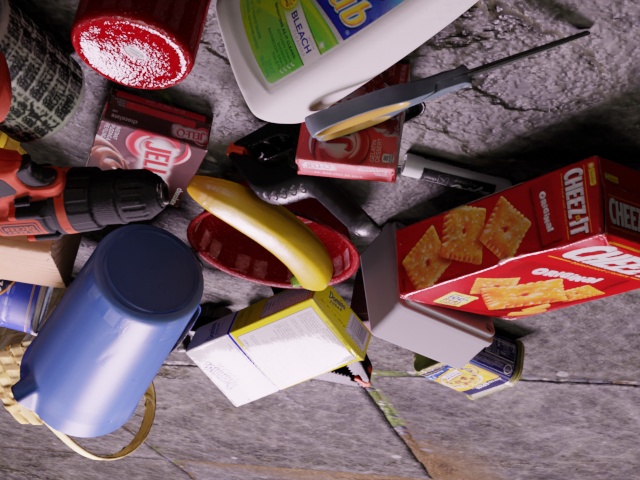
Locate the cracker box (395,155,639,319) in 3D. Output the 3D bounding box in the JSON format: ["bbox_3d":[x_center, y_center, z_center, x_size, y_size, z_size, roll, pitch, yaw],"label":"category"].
[{"bbox_3d":[0.195,0.008,0.895,0.163,0.072,0.214,12,158,-39],"label":"cracker box"}]

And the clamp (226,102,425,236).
[{"bbox_3d":[-0.004,-0.055,0.832,0.172,0.120,0.039,-5,144,36],"label":"clamp"}]

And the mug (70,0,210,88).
[{"bbox_3d":[-0.119,-0.150,0.715,0.093,0.081,0.117,16,153,-11],"label":"mug"}]

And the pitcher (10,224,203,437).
[{"bbox_3d":[-0.197,0.086,1.063,0.145,0.149,0.243,28,138,-12],"label":"pitcher"}]

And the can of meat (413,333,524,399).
[{"bbox_3d":[0.166,0.134,1.210,0.083,0.057,0.102,24,150,-21],"label":"can of meat"}]

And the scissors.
[{"bbox_3d":[0.077,-0.103,0.728,0.201,0.016,0.096,-19,180,-19],"label":"scissors"}]

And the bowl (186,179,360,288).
[{"bbox_3d":[-0.040,-0.014,0.988,0.162,0.055,0.162,8,154,4],"label":"bowl"}]

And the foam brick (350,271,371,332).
[{"bbox_3d":[0.077,0.061,1.101,0.078,0.053,0.051,-7,149,33],"label":"foam brick"}]

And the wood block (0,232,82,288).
[{"bbox_3d":[-0.344,-0.024,1.039,0.206,0.090,0.091,9,155,2],"label":"wood block"}]

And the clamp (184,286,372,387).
[{"bbox_3d":[-0.025,0.092,1.147,0.210,0.036,0.165,28,132,-13],"label":"clamp"}]

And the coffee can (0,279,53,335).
[{"bbox_3d":[-0.360,0.036,1.149,0.140,0.102,0.103,15,153,-10],"label":"coffee can"}]

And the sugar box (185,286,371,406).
[{"bbox_3d":[-0.045,0.107,1.109,0.177,0.048,0.093,-22,118,33],"label":"sugar box"}]

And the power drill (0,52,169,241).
[{"bbox_3d":[-0.222,-0.061,0.779,0.184,0.057,0.187,-5,150,12],"label":"power drill"}]

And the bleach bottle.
[{"bbox_3d":[0.041,-0.164,0.633,0.067,0.102,0.251,-6,163,-44],"label":"bleach bottle"}]

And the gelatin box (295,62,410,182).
[{"bbox_3d":[0.024,-0.089,0.777,0.073,0.089,0.030,7,159,7],"label":"gelatin box"}]

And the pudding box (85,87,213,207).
[{"bbox_3d":[-0.150,-0.078,0.918,0.090,0.039,0.114,16,153,-14],"label":"pudding box"}]

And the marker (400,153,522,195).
[{"bbox_3d":[0.128,-0.050,0.897,0.121,0.020,0.020,14,154,-7],"label":"marker"}]

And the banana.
[{"bbox_3d":[-0.038,0.001,0.912,0.070,0.037,0.197,-7,148,26],"label":"banana"}]
